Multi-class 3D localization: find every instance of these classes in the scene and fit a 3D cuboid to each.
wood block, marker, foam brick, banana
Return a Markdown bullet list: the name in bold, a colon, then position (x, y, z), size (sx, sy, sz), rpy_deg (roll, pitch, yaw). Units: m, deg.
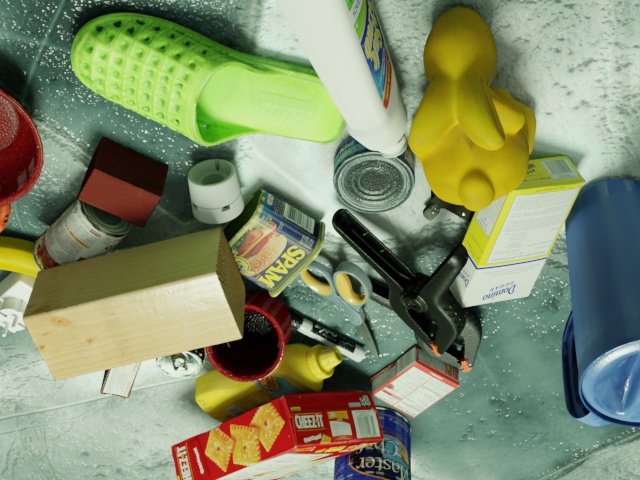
- **wood block**: position (-0.190, 0.067, 1.117), size (0.206, 0.091, 0.090), rpy_deg (-14, 123, 7)
- **marker**: position (0.001, 0.114, 1.289), size (0.121, 0.020, 0.020), rpy_deg (29, 129, -22)
- **foam brick**: position (-0.206, -0.060, 1.116), size (0.078, 0.053, 0.051), rpy_deg (25, 130, -18)
- **banana**: position (-0.320, 0.035, 1.203), size (0.198, 0.069, 0.037), rpy_deg (27, 134, -3)

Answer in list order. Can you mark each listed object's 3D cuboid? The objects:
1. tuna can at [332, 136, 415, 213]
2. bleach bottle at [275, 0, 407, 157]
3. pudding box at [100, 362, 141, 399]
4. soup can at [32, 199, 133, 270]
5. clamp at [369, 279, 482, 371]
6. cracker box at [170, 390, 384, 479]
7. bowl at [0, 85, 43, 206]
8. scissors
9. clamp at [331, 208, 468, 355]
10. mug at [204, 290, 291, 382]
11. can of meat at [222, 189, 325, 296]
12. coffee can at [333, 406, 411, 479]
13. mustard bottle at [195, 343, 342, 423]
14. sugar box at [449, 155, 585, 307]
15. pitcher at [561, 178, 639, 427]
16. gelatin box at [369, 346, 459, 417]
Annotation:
- **tuna can**: position (0.055, -0.069, 1.101), size (0.086, 0.033, 0.086), rpy_deg (2, 134, 2)
- **bleach bottle**: position (0.028, -0.175, 0.971), size (0.068, 0.102, 0.250), rpy_deg (-7, 140, 22)
- **pudding box**: position (-0.226, 0.119, 1.261), size (0.039, 0.090, 0.114), rpy_deg (14, 133, -11)
- **soup can**: position (-0.258, -0.006, 1.160), size (0.068, 0.068, 0.102), rpy_deg (33, 127, -25)
- **clamp**: position (0.145, 0.083, 1.237), size (0.120, 0.039, 0.171), rpy_deg (-24, 125, 31)
- **cracker box**: position (-0.055, 0.249, 1.326), size (0.214, 0.072, 0.163), rpy_deg (-29, 157, 37)
- **bowl**: position (-0.353, -0.110, 1.071), size (0.162, 0.055, 0.162), rpy_deg (1, 129, 1)
- **scissors**: position (0.024, 0.079, 1.252), size (0.096, 0.016, 0.202), rpy_deg (19, 150, 15)
- **clamp**: position (0.112, 0.054, 1.139), size (0.165, 0.036, 0.210), rpy_deg (14, 146, 43)
- **mug**: position (-0.085, 0.095, 1.225), size (0.093, 0.081, 0.117), rpy_deg (-28, 97, 15)
- **can of meat**: position (-0.058, 0.001, 1.162), size (0.083, 0.057, 0.102), rpy_deg (31, 127, -20)
- **coffee can**: position (0.067, 0.301, 1.378), size (0.103, 0.140, 0.103), rpy_deg (2, 134, 2)
- **mustard bottle**: position (-0.055, 0.171, 1.311), size (0.192, 0.058, 0.096), rpy_deg (-24, 137, 29)
- **sugar box**: position (0.202, -0.007, 1.124), size (0.093, 0.048, 0.176), rpy_deg (-7, 140, -23)
- **pitcher**: position (0.303, 0.060, 1.061), size (0.149, 0.242, 0.145), rpy_deg (-10, 132, 13)
- **gelatin box**: position (0.117, 0.177, 1.334), size (0.073, 0.030, 0.089), rpy_deg (30, 129, -24)
